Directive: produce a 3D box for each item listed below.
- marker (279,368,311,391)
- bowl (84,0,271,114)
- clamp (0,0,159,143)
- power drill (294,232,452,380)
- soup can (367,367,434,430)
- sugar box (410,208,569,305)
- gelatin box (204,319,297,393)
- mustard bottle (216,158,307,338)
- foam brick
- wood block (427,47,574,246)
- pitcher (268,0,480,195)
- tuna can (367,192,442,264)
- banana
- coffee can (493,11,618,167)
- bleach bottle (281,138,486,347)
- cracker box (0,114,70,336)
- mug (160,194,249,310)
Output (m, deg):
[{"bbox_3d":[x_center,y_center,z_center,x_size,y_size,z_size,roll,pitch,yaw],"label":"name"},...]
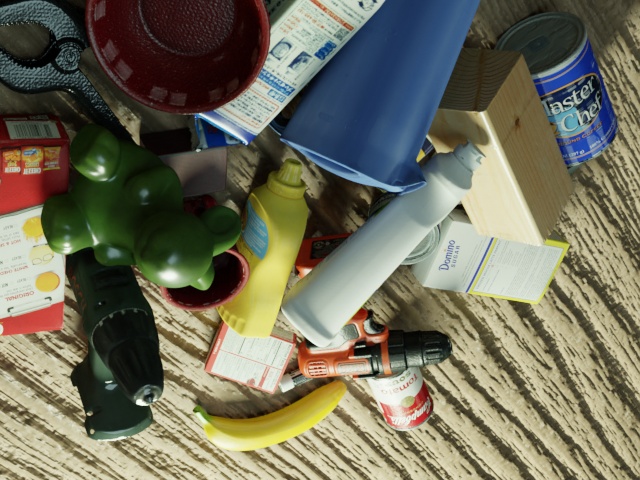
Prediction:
[{"bbox_3d":[0.005,0.153,1.311,0.121,0.020,0.020,-23,128,-12],"label":"marker"},{"bbox_3d":[-0.121,-0.195,0.937,0.162,0.055,0.162,2,121,3],"label":"bowl"},{"bbox_3d":[-0.223,-0.180,0.968,0.209,0.036,0.165,19,105,-35],"label":"clamp"},{"bbox_3d":[0.053,0.080,1.229,0.184,0.057,0.187,-7,123,7],"label":"power drill"},{"bbox_3d":[0.098,0.181,1.345,0.068,0.069,0.102,-29,128,-7],"label":"soup can"},{"bbox_3d":[0.204,0.019,1.284,0.176,0.048,0.093,12,114,-26],"label":"sugar box"},{"bbox_3d":[-0.080,0.128,1.226,0.089,0.030,0.073,20,113,-9],"label":"gelatin box"},{"bbox_3d":[-0.057,0.001,1.131,0.058,0.096,0.192,7,117,-26],"label":"mustard bottle"},{"bbox_3d":[-0.137,-0.078,1.068,0.078,0.053,0.051,-11,124,-19],"label":"foam brick"},{"bbox_3d":[0.191,-0.099,1.147,0.090,0.090,0.206,-55,135,-25],"label":"wood block"},{"bbox_3d":[0.058,-0.178,1.037,0.149,0.145,0.243,24,91,-26],"label":"pitcher"},{"bbox_3d":[0.095,-0.015,1.211,0.086,0.033,0.086,5,127,7],"label":"tuna can"},{"bbox_3d":[-0.059,0.220,1.311,0.197,0.037,0.070,-9,126,-22],"label":"banana"},{"bbox_3d":[0.260,-0.165,1.176,0.103,0.103,0.140,-35,130,-2],"label":"coffee can"},{"bbox_3d":[0.070,-0.005,1.092,0.068,0.102,0.251,44,105,-3],"label":"bleach bottle"},{"bbox_3d":[-0.327,-0.012,1.005,0.164,0.072,0.214,-5,123,-24],"label":"cracker box"},{"bbox_3d":[-0.125,0.004,1.095,0.093,0.081,0.117,-2,135,-21],"label":"mug"}]
